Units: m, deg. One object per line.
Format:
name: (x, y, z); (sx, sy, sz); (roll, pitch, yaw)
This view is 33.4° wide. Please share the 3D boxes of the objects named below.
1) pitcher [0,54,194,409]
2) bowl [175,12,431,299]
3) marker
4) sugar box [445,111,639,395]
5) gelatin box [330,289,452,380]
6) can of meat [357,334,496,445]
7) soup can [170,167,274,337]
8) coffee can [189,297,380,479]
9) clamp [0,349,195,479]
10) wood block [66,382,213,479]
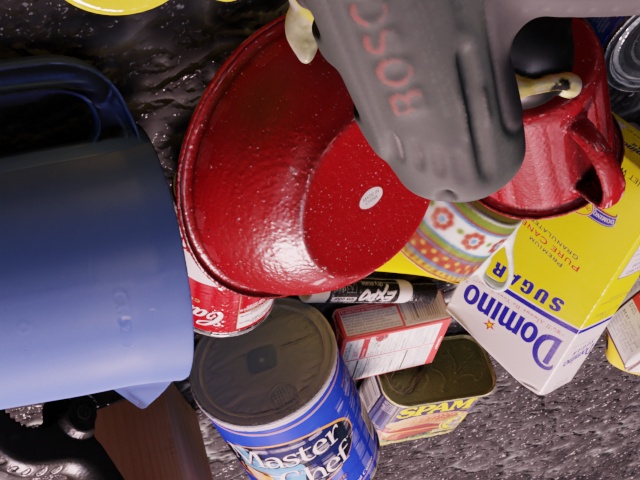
pitcher: (-0.189, 0.016, 0.505); (0.242, 0.149, 0.145); (-11, 159, -19)
bowl: (0.008, -0.033, 0.537); (0.161, 0.055, 0.162); (-23, 128, -33)
marker: (0.037, 0.036, 0.756); (0.120, 0.020, 0.020); (3, 142, -38)
sugar box: (0.152, 0.006, 0.674); (0.048, 0.093, 0.176); (-15, 139, -42)
gelatin box: (0.048, 0.074, 0.817); (0.089, 0.030, 0.073); (-10, 148, -14)
can of meat: (0.083, 0.126, 0.891); (0.102, 0.057, 0.084); (-5, 148, -21)
soup can: (-0.054, 0.001, 0.614); (0.068, 0.068, 0.102); (-9, 146, -16)
coffee can: (-0.022, 0.121, 0.761); (0.103, 0.103, 0.140); (-21, 138, 2)
clamp: (-0.157, 0.109, 0.699); (0.209, 0.164, 0.036); (35, 138, -27)
wood block: (-0.120, 0.215, 0.774); (0.091, 0.206, 0.090); (-20, 148, 1)
